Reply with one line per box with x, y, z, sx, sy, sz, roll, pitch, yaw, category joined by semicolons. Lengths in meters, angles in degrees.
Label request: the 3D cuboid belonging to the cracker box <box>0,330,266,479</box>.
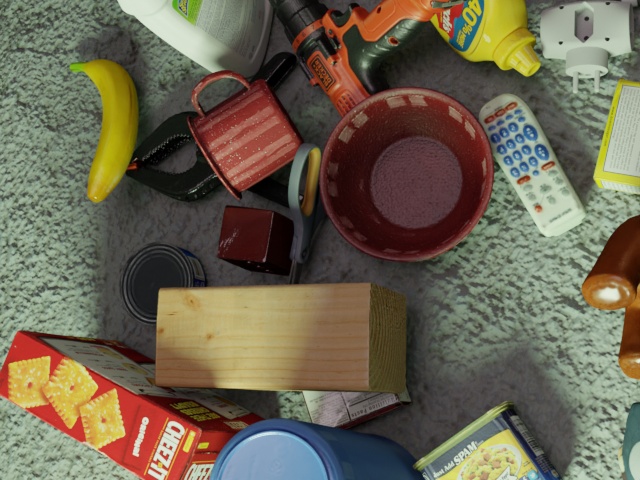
-0.168;0.159;0.995;0.214;0.164;0.072;24;91;25;cracker box

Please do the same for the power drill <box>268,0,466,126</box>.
0.038;-0.222;0.995;0.184;0.057;0.188;56;137;11;power drill

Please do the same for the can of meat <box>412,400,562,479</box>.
0.146;0.201;0.915;0.102;0.057;0.084;-38;70;12;can of meat

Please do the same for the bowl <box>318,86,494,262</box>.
0.083;-0.057;0.985;0.162;0.055;0.162;-2;83;17;bowl

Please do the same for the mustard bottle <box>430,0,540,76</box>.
0.135;-0.223;0.983;0.058;0.096;0.192;-25;66;-29;mustard bottle

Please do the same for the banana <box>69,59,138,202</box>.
-0.222;-0.127;1.124;0.070;0.037;0.198;-30;51;20;banana

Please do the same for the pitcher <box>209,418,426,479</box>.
-0.008;0.211;0.874;0.149;0.242;0.145;-35;66;6;pitcher

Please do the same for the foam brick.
-0.057;0.001;1.026;0.053;0.078;0.051;7;81;23;foam brick

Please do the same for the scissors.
-0.009;-0.002;1.031;0.016;0.096;0.202;18;118;27;scissors

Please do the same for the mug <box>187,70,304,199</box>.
-0.073;-0.108;1.002;0.081;0.093;0.117;-32;112;5;mug

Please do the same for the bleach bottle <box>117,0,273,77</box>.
-0.128;-0.236;1.005;0.068;0.250;0.102;6;82;23;bleach bottle

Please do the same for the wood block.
-0.035;0.089;0.949;0.206;0.090;0.090;-3;80;24;wood block

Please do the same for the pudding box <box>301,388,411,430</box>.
0.023;0.116;0.992;0.090;0.039;0.113;-24;73;18;pudding box

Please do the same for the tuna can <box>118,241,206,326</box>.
-0.159;0.046;1.083;0.086;0.033;0.086;-4;78;22;tuna can

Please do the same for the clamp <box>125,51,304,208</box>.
-0.105;-0.103;1.088;0.210;0.036;0.164;-5;78;21;clamp
